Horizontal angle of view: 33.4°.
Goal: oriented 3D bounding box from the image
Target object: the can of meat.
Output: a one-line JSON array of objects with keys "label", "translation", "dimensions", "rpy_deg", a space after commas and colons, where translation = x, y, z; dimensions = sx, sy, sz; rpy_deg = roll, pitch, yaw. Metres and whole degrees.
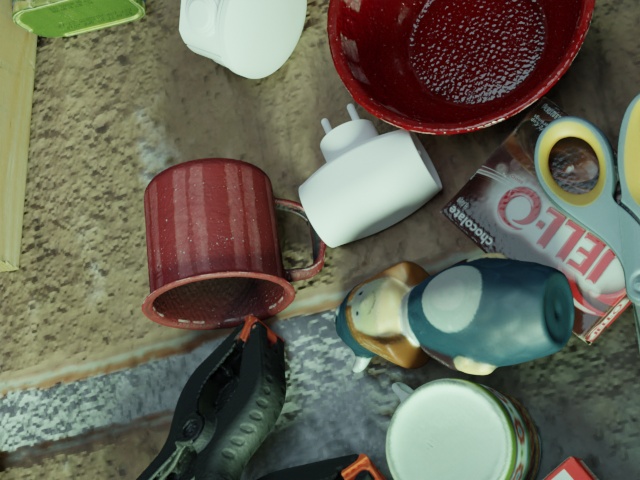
[{"label": "can of meat", "translation": [-0.176, -0.201, 0.779], "dimensions": [0.102, 0.057, 0.084], "rpy_deg": [-9, 75, 21]}]

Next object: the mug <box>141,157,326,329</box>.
[{"label": "mug", "translation": [-0.054, 0.001, 0.661], "dimensions": [0.117, 0.093, 0.081], "rpy_deg": [-4, 66, -9]}]

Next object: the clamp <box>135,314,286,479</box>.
[{"label": "clamp", "translation": [-0.061, 0.125, 0.622], "dimensions": [0.120, 0.039, 0.171], "rpy_deg": [12, 67, 45]}]

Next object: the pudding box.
[{"label": "pudding box", "translation": [0.139, -0.011, 0.601], "dimensions": [0.090, 0.039, 0.114], "rpy_deg": [-48, 64, 5]}]

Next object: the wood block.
[{"label": "wood block", "translation": [-0.271, -0.084, 0.769], "dimensions": [0.091, 0.090, 0.206], "rpy_deg": [-6, 73, 21]}]

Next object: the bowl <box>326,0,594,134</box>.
[{"label": "bowl", "translation": [0.088, -0.132, 0.647], "dimensions": [0.162, 0.055, 0.162], "rpy_deg": [-6, 73, 22]}]
